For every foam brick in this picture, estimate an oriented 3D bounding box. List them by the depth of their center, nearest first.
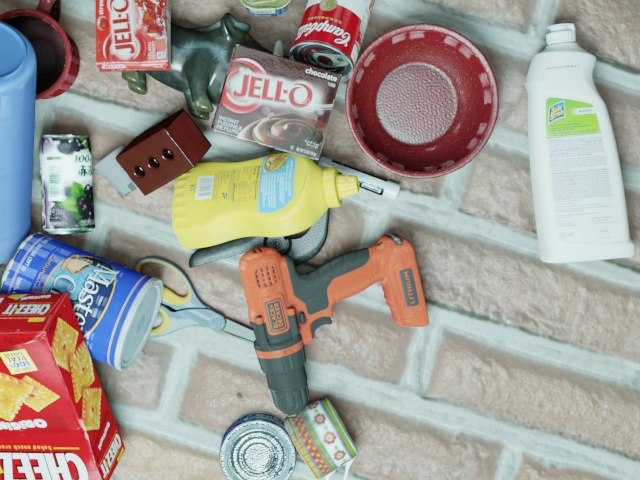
[{"bbox_3d":[-0.164,-0.092,1.116,0.078,0.051,0.053,-27,110,33],"label":"foam brick"}]

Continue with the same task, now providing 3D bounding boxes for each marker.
[{"bbox_3d":[0.027,-0.073,1.158,0.121,0.020,0.020,21,94,-3],"label":"marker"}]

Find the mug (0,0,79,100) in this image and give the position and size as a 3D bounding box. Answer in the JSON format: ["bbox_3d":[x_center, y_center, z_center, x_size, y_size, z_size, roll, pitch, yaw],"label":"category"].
[{"bbox_3d":[-0.295,-0.201,1.110,0.093,0.081,0.117,16,94,-2],"label":"mug"}]

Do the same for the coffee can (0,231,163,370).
[{"bbox_3d":[-0.249,0.063,1.112,0.140,0.102,0.103,21,94,5],"label":"coffee can"}]

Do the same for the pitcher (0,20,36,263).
[{"bbox_3d":[-0.345,-0.088,1.027,0.144,0.149,0.243,4,139,-18],"label":"pitcher"}]

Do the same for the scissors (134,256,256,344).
[{"bbox_3d":[-0.132,0.099,1.170,0.201,0.016,0.096,40,95,-3],"label":"scissors"}]

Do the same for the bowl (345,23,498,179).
[{"bbox_3d":[0.105,-0.146,1.136,0.162,0.055,0.162,0,94,-1],"label":"bowl"}]

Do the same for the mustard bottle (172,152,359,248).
[{"bbox_3d":[-0.055,-0.046,1.107,0.192,0.096,0.058,-7,139,12],"label":"mustard bottle"}]

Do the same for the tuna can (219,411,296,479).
[{"bbox_3d":[-0.068,0.234,1.173,0.086,0.034,0.086,0,94,-1],"label":"tuna can"}]

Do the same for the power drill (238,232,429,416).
[{"bbox_3d":[0.017,0.080,1.131,0.187,0.057,0.184,-16,105,-13],"label":"power drill"}]

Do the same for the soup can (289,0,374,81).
[{"bbox_3d":[0.014,-0.224,1.104,0.068,0.068,0.102,18,67,-3],"label":"soup can"}]

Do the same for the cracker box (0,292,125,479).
[{"bbox_3d":[-0.309,0.157,1.081,0.164,0.072,0.214,-2,123,14],"label":"cracker box"}]

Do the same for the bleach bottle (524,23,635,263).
[{"bbox_3d":[0.274,-0.105,1.140,0.102,0.068,0.251,-5,92,-1],"label":"bleach bottle"}]

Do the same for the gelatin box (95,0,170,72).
[{"bbox_3d":[-0.189,-0.216,1.074,0.073,0.030,0.089,-1,82,0],"label":"gelatin box"}]

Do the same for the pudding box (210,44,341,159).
[{"bbox_3d":[-0.045,-0.138,1.074,0.113,0.039,0.090,15,94,-9],"label":"pudding box"}]

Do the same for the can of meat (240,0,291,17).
[{"bbox_3d":[-0.057,-0.286,1.107,0.057,0.084,0.102,-1,94,-1],"label":"can of meat"}]

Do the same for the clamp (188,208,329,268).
[{"bbox_3d":[-0.058,0.001,1.153,0.120,0.039,0.171,33,88,-8],"label":"clamp"}]
